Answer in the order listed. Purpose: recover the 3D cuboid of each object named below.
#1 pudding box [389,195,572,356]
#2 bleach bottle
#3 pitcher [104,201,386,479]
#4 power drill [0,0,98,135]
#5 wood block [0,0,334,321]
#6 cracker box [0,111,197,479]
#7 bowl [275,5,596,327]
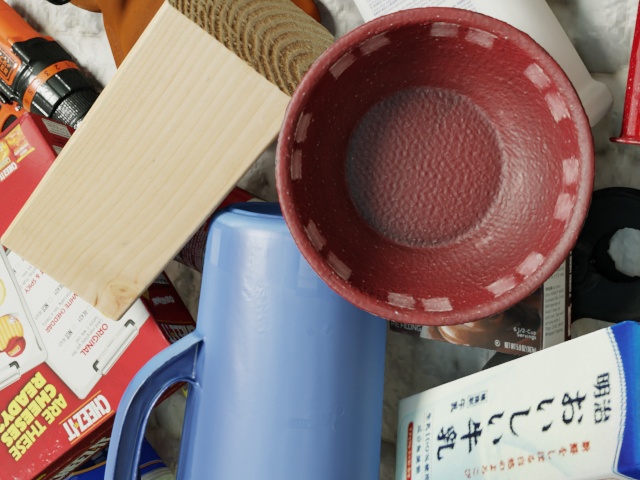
[{"bbox_3d":[0.092,0.015,0.629,0.114,0.039,0.090,6,103,41],"label":"pudding box"},{"bbox_3d":[0.062,-0.160,0.606,0.103,0.068,0.251,-25,97,38],"label":"bleach bottle"},{"bbox_3d":[-0.032,0.102,0.640,0.145,0.149,0.243,8,98,24],"label":"pitcher"},{"bbox_3d":[-0.252,-0.078,0.864,0.184,0.057,0.188,45,117,16],"label":"power drill"},{"bbox_3d":[-0.093,-0.059,0.634,0.090,0.090,0.206,36,126,-12],"label":"wood block"},{"bbox_3d":[-0.197,0.044,0.761,0.164,0.072,0.214,-39,74,15],"label":"cracker box"},{"bbox_3d":[0.058,-0.038,0.562,0.162,0.055,0.162,0,94,0],"label":"bowl"}]
